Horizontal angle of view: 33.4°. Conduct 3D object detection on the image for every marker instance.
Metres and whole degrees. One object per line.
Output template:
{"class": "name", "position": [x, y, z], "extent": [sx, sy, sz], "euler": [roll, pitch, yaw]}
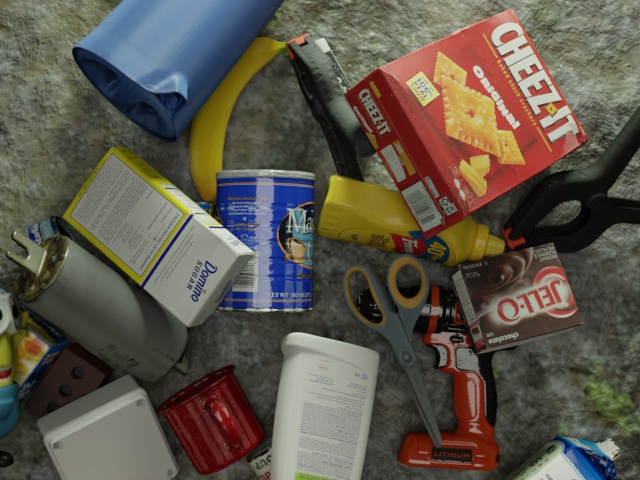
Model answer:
{"class": "marker", "position": [0.026, -0.159, 1.137], "extent": [0.020, 0.020, 0.121], "euler": [-30, 89, -1]}

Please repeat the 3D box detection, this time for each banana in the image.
{"class": "banana", "position": [-0.096, -0.140, 1.128], "extent": [0.069, 0.037, 0.198], "euler": [29, 89, 2]}

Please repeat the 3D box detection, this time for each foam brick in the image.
{"class": "foam brick", "position": [-0.261, 0.154, 1.114], "extent": [0.053, 0.051, 0.078], "euler": [34, 89, 0]}

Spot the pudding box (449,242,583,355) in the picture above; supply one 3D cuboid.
{"class": "pudding box", "position": [0.197, 0.059, 1.078], "extent": [0.113, 0.039, 0.090], "euler": [-13, 73, -15]}

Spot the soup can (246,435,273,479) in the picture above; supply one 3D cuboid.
{"class": "soup can", "position": [-0.022, 0.249, 1.105], "extent": [0.068, 0.068, 0.102], "euler": [-34, 89, -1]}

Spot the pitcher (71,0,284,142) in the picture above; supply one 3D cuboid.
{"class": "pitcher", "position": [-0.130, -0.230, 1.078], "extent": [0.149, 0.145, 0.242], "euler": [38, 75, 4]}

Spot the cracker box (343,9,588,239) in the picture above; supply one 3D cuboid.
{"class": "cracker box", "position": [0.150, -0.121, 1.059], "extent": [0.213, 0.072, 0.164], "euler": [-29, 89, -36]}

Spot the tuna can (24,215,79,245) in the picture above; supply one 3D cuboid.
{"class": "tuna can", "position": [-0.268, 0.018, 1.100], "extent": [0.033, 0.086, 0.086], "euler": [-28, 89, -2]}

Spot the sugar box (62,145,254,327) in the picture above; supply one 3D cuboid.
{"class": "sugar box", "position": [-0.160, -0.005, 1.051], "extent": [0.176, 0.048, 0.093], "euler": [40, 103, 12]}

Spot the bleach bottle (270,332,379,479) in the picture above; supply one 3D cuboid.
{"class": "bleach bottle", "position": [-0.011, 0.224, 1.045], "extent": [0.102, 0.068, 0.251], "euler": [14, 75, -10]}

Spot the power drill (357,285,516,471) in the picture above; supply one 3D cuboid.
{"class": "power drill", "position": [0.124, 0.141, 1.113], "extent": [0.184, 0.057, 0.187], "euler": [5, 89, 0]}

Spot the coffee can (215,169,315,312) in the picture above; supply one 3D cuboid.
{"class": "coffee can", "position": [-0.057, 0.001, 1.092], "extent": [0.103, 0.103, 0.140], "euler": [1, 89, 0]}

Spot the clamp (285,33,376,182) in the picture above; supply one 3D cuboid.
{"class": "clamp", "position": [0.011, -0.132, 1.110], "extent": [0.039, 0.120, 0.171], "euler": [-18, 67, -16]}

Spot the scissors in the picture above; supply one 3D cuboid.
{"class": "scissors", "position": [0.099, 0.100, 1.079], "extent": [0.096, 0.016, 0.202], "euler": [-36, 85, 6]}

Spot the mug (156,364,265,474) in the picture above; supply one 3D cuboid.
{"class": "mug", "position": [-0.105, 0.185, 1.085], "extent": [0.093, 0.117, 0.081], "euler": [-31, 94, -20]}

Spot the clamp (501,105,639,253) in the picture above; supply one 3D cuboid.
{"class": "clamp", "position": [0.286, -0.053, 1.104], "extent": [0.210, 0.036, 0.164], "euler": [-19, 119, 4]}

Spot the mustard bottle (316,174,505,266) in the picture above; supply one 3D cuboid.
{"class": "mustard bottle", "position": [0.095, -0.014, 1.096], "extent": [0.191, 0.096, 0.058], "euler": [13, 69, -1]}
